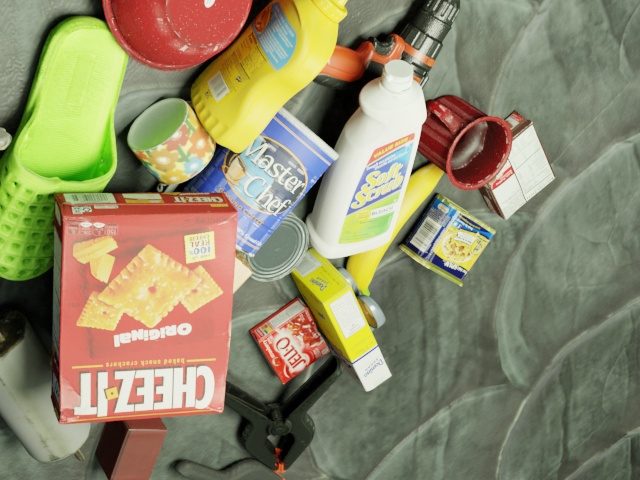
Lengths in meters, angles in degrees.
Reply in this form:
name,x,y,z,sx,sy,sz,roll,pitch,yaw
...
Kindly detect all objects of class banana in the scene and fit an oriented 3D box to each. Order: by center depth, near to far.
name,x,y,z,sx,sy,sz,roll,pitch,yaw
banana,0.082,-0.016,1.293,0.198,0.037,0.069,-58,161,15

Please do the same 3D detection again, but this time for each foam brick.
name,x,y,z,sx,sy,sz,roll,pitch,yaw
foam brick,-0.220,0.234,1.240,0.051,0.053,0.078,6,116,-37

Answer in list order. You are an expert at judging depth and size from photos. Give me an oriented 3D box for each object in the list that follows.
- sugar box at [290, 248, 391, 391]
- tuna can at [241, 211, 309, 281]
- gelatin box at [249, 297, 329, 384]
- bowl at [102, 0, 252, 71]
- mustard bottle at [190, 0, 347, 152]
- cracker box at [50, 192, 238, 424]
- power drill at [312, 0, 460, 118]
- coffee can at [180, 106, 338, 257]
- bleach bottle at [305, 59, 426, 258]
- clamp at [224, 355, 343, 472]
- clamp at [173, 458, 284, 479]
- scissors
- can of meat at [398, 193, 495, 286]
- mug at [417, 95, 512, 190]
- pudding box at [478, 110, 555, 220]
name,x,y,z,sx,sy,sz,roll,pitch,yaw
sugar box,0.023,0.098,1.286,0.048,0.093,0.176,-32,132,-12
tuna can,-0.058,0.001,1.207,0.086,0.034,0.086,-17,127,-24
gelatin box,-0.036,0.124,1.306,0.073,0.030,0.089,-34,132,-10
bowl,-0.117,-0.229,0.980,0.161,0.055,0.162,-20,123,-34
mustard bottle,-0.041,-0.179,1.025,0.192,0.096,0.058,-43,137,21
cracker box,-0.169,0.064,1.017,0.164,0.072,0.214,-1,110,-19
power drill,0.048,-0.210,1.122,0.187,0.057,0.184,19,107,-41
coffee can,-0.064,-0.068,1.109,0.140,0.103,0.102,-50,133,4
bleach bottle,0.051,-0.088,1.146,0.102,0.068,0.251,-13,144,-21
clamp,-0.064,0.221,1.332,0.164,0.036,0.210,-2,135,-11
clamp,-0.127,0.332,1.377,0.171,0.039,0.120,6,117,-37
scissors,0.066,0.110,1.328,0.016,0.096,0.201,-38,130,-12
can of meat,0.161,-0.001,1.339,0.102,0.058,0.084,27,99,-43
mug,0.156,-0.123,1.236,0.093,0.082,0.117,-48,134,3
pudding box,0.239,-0.093,1.344,0.090,0.039,0.113,-40,135,-6
